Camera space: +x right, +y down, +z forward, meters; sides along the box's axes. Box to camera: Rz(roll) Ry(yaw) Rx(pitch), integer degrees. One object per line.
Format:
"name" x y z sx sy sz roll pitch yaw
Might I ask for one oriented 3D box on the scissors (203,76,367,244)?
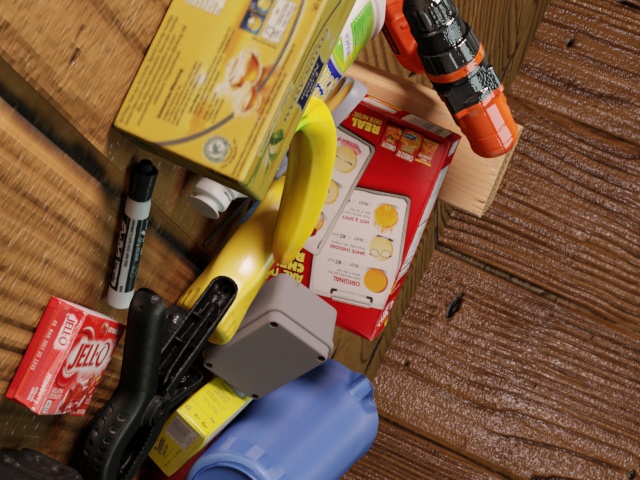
"scissors" -0.030 -0.078 0.947 0.202 0.016 0.096 -41 -164 28

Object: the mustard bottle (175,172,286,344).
"mustard bottle" -0.056 0.001 0.970 0.191 0.058 0.096 -56 179 -16

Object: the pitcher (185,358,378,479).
"pitcher" -0.047 0.229 1.119 0.242 0.145 0.149 -32 130 -63

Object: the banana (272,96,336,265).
"banana" -0.016 -0.056 0.857 0.069 0.037 0.198 -46 159 -27

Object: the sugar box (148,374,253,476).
"sugar box" -0.094 0.155 1.079 0.176 0.048 0.093 -43 176 -46

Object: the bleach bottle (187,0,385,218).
"bleach bottle" -0.031 -0.122 0.883 0.250 0.068 0.102 -59 168 -20

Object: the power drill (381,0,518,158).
"power drill" 0.101 -0.180 0.966 0.057 0.188 0.184 -30 126 4

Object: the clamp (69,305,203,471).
"clamp" -0.155 0.147 0.916 0.171 0.039 0.120 -55 153 -20

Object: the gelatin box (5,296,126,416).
"gelatin box" -0.172 0.082 0.730 0.089 0.030 0.073 57 58 -78

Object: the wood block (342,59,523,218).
"wood block" 0.091 -0.110 1.091 0.091 0.206 0.090 -69 168 18

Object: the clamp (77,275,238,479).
"clamp" -0.133 0.118 0.833 0.210 0.036 0.164 -66 165 15

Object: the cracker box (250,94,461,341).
"cracker box" 0.023 -0.036 1.044 0.072 0.164 0.214 -32 144 -67

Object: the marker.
"marker" -0.134 -0.004 0.757 0.020 0.020 0.121 -48 159 -56
